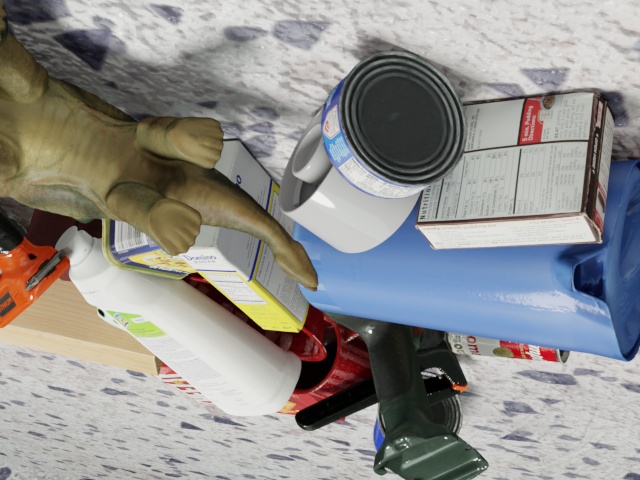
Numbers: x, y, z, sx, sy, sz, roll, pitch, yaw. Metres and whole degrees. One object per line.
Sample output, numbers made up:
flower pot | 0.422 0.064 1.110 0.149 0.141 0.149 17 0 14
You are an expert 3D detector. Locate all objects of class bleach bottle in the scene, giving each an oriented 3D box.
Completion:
bleach bottle | -0.136 0.071 0.988 0.103 0.068 0.250 -13 133 46

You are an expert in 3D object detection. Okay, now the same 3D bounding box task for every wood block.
wood block | -0.268 0.075 1.161 0.206 0.091 0.090 12 159 -1

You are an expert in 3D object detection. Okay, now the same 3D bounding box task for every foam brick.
foam brick | -0.237 0.003 1.020 0.053 0.051 0.078 3 157 18

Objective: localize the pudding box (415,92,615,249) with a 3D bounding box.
pudding box | 0.121 -0.043 0.665 0.114 0.090 0.039 -4 152 32

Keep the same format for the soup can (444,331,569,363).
soup can | 0.169 0.072 0.954 0.102 0.068 0.068 3 157 25

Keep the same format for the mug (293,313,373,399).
mug | 0.019 0.124 1.153 0.117 0.093 0.081 -37 140 24

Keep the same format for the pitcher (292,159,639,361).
pitcher | 0.112 0.006 0.763 0.243 0.145 0.149 4 145 28

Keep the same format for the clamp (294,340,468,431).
clamp | 0.085 0.131 1.124 0.209 0.165 0.036 7 -152 -40

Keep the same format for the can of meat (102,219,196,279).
can of meat | -0.120 -0.005 0.912 0.084 0.057 0.101 -12 163 38

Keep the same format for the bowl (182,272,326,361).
bowl | -0.057 0.054 1.021 0.162 0.055 0.162 23 161 8

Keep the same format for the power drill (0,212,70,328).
power drill | -0.319 -0.010 0.927 0.187 0.057 0.185 46 142 -12

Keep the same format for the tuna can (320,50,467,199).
tuna can | 0.044 -0.069 0.648 0.086 0.086 0.034 19 159 -17

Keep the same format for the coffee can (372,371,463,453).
coffee can | 0.118 0.230 1.323 0.103 0.103 0.140 10 158 5

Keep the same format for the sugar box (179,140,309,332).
sugar box | -0.056 0.001 0.864 0.048 0.093 0.176 0 155 25
